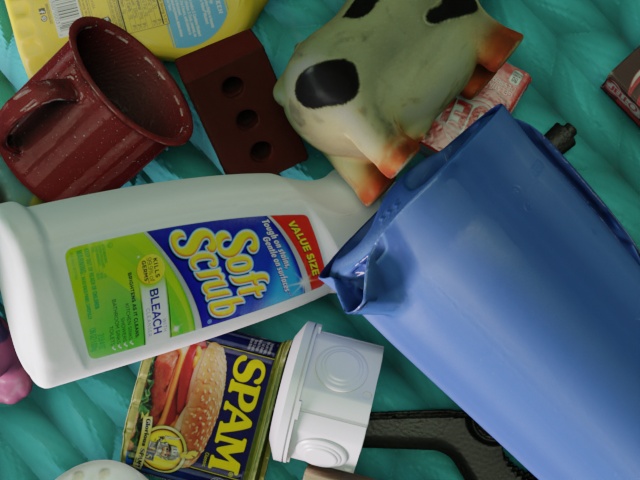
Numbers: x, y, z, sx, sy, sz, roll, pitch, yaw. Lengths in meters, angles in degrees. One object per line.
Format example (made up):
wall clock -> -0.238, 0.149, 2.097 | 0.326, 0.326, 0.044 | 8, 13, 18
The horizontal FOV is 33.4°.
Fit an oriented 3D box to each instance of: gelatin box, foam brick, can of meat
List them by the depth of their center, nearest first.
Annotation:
can of meat -> -0.068, 0.100, 0.648 | 0.084, 0.057, 0.102 | 14, 84, 6
foam brick -> -0.048, -0.081, 0.653 | 0.053, 0.051, 0.078 | -25, 116, -1
gelatin box -> 0.077, -0.092, 0.676 | 0.089, 0.030, 0.073 | 31, 85, 5

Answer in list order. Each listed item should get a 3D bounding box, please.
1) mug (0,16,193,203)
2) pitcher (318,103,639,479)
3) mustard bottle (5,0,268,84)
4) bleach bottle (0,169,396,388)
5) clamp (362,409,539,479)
mug -> -0.141, -0.069, 0.618 | 0.082, 0.117, 0.093 | -37, 80, 23
pitcher -> 0.131, 0.049, 0.576 | 0.149, 0.145, 0.243 | -44, 93, 3
mustard bottle -> -0.097, -0.157, 0.674 | 0.191, 0.058, 0.096 | -14, 94, 0
bleach bottle -> -0.054, 0.001, 0.615 | 0.250, 0.068, 0.102 | -16, 114, -26
clamp -> 0.094, 0.110, 0.650 | 0.210, 0.036, 0.164 | 41, 96, 2
